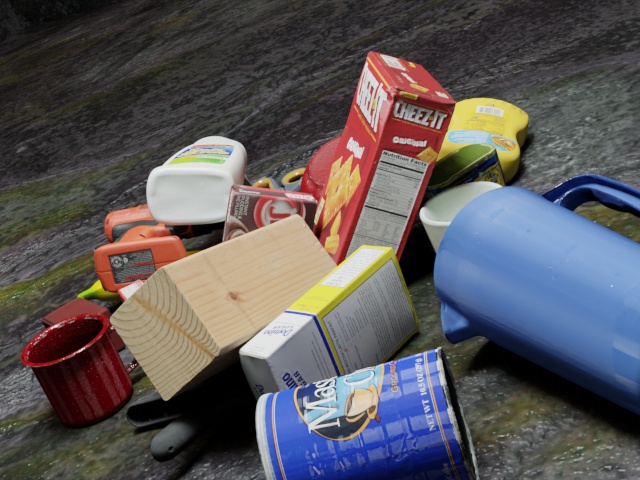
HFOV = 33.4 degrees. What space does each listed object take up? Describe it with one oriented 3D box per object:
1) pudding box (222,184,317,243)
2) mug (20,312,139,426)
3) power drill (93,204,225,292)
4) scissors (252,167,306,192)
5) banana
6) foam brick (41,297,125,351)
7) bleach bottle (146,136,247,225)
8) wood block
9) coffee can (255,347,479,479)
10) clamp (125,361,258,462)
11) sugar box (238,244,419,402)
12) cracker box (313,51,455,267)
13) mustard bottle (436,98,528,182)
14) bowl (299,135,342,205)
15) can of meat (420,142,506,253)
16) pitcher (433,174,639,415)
[{"bbox_3d":[-0.058,0.001,1.128,0.090,0.113,0.039,6,20,-12],"label":"pudding box"},{"bbox_3d":[-0.231,0.125,1.074,0.117,0.081,0.093,-31,25,-23],"label":"mug"},{"bbox_3d":[-0.177,-0.004,1.250,0.184,0.057,0.187,-11,17,7],"label":"power drill"},{"bbox_3d":[-0.034,-0.058,1.394,0.096,0.016,0.202,-27,24,-14],"label":"scissors"},{"bbox_3d":[-0.187,0.044,1.270,0.198,0.037,0.069,-16,21,2],"label":"banana"},{"bbox_3d":[-0.264,0.103,1.187,0.051,0.053,0.078,-34,28,-28],"label":"foam brick"},{"bbox_3d":[-0.142,-0.083,1.286,0.102,0.068,0.251,-1,16,-1],"label":"bleach bottle"},{"bbox_3d":[-0.077,0.055,0.979,0.090,0.091,0.205,-42,-11,34],"label":"wood block"},{"bbox_3d":[0.035,0.146,0.784,0.140,0.103,0.103,-16,24,9],"label":"coffee can"},{"bbox_3d":[-0.092,0.146,0.966,0.171,0.039,0.120,-24,22,-8],"label":"clamp"},{"bbox_3d":[0.011,0.088,0.942,0.048,0.093,0.176,6,34,47],"label":"sugar box"},{"bbox_3d":[0.057,-0.073,1.113,0.072,0.214,0.164,14,19,-13],"label":"cracker box"},{"bbox_3d":[0.187,-0.105,1.254,0.096,0.058,0.191,12,33,10],"label":"mustard bottle"},{"bbox_3d":[0.038,-0.078,1.268,0.162,0.055,0.162,-15,44,14],"label":"bowl"},{"bbox_3d":[0.152,-0.045,1.127,0.102,0.084,0.058,-33,26,-26],"label":"can of meat"},{"bbox_3d":[0.213,0.041,0.831,0.144,0.149,0.243,-4,18,-28],"label":"pitcher"}]
